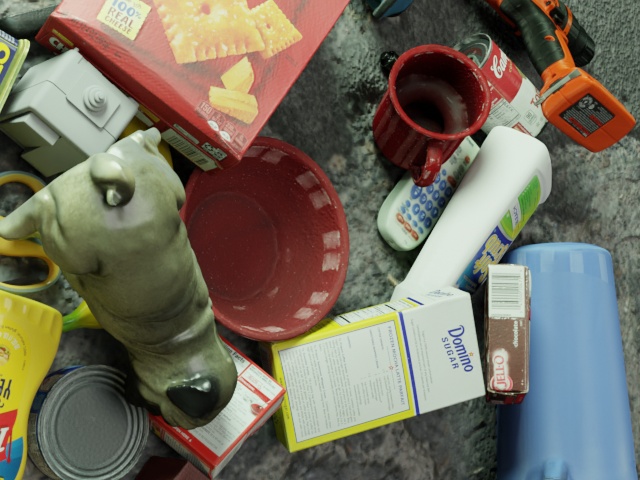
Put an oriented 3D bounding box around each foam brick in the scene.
[{"bbox_3d":[-0.102,0.203,0.793,0.078,0.053,0.051,48,59,-25],"label":"foam brick"}]

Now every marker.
[{"bbox_3d":[0.099,-0.139,1.013,0.121,0.020,0.020,38,63,-29],"label":"marker"}]

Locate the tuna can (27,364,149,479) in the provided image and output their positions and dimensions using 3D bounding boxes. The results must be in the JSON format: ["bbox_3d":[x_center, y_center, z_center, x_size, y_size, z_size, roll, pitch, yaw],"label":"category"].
[{"bbox_3d":[-0.168,0.131,0.761,0.085,0.034,0.086,5,82,-38],"label":"tuna can"}]

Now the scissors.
[{"bbox_3d":[-0.262,-0.021,0.715,0.201,0.016,0.096,23,69,-35],"label":"scissors"}]

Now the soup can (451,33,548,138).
[{"bbox_3d":[0.168,-0.142,1.036,0.102,0.069,0.068,40,62,-28],"label":"soup can"}]

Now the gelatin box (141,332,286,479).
[{"bbox_3d":[-0.081,0.125,0.812,0.073,0.030,0.089,37,55,13],"label":"gelatin box"}]

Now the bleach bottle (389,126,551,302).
[{"bbox_3d":[0.126,0.018,0.981,0.250,0.068,0.102,-55,155,-19],"label":"bleach bottle"}]

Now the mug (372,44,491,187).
[{"bbox_3d":[0.094,-0.102,0.946,0.093,0.082,0.117,5,67,-12],"label":"mug"}]

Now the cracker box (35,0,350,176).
[{"bbox_3d":[-0.075,-0.181,0.778,0.164,0.072,0.213,38,71,-17],"label":"cracker box"}]

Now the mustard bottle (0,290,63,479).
[{"bbox_3d":[-0.236,0.126,0.692,0.096,0.058,0.191,24,71,-39],"label":"mustard bottle"}]

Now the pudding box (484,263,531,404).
[{"bbox_3d":[0.163,0.085,0.941,0.090,0.039,0.113,66,27,-74],"label":"pudding box"}]

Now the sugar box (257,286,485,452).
[{"bbox_3d":[0.043,0.104,0.881,0.176,0.048,0.093,-13,101,-18],"label":"sugar box"}]

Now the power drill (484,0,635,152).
[{"bbox_3d":[0.241,-0.177,1.058,0.184,0.057,0.188,25,36,-40],"label":"power drill"}]

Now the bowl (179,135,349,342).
[{"bbox_3d":[-0.056,0.001,0.848,0.161,0.055,0.162,7,79,-36],"label":"bowl"}]

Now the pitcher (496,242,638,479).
[{"bbox_3d":[0.233,0.131,1.031,0.144,0.149,0.243,4,79,-23],"label":"pitcher"}]
